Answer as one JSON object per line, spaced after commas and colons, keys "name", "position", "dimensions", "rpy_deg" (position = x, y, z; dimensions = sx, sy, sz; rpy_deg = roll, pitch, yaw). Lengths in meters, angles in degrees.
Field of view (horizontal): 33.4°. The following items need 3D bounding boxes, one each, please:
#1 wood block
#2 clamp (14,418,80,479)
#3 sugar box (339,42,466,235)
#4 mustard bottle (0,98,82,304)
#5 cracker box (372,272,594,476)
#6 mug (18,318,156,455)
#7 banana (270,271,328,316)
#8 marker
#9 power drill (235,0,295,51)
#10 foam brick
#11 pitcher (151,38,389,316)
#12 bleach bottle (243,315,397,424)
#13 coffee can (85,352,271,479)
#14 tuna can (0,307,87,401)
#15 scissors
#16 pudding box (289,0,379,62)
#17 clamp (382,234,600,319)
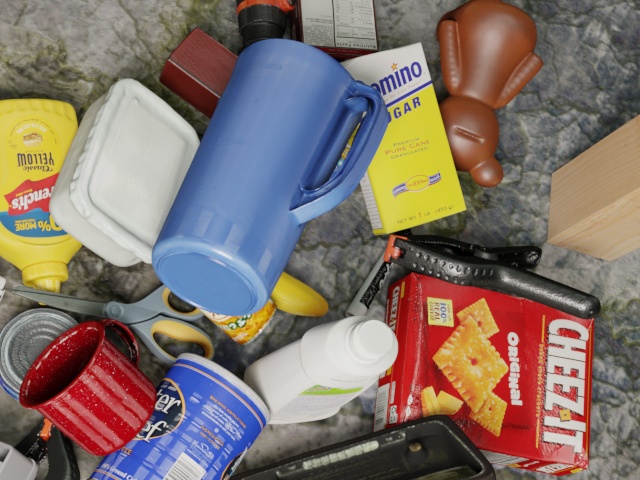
{"name": "wood block", "position": [0.333, -0.057, 1.127], "dimensions": [0.090, 0.206, 0.091], "rpy_deg": [15, 68, -15]}
{"name": "clamp", "position": [-0.260, 0.234, 0.904], "dimensions": [0.120, 0.039, 0.171], "rpy_deg": [-1, 53, 8]}
{"name": "sugar box", "position": [0.078, -0.102, 1.074], "dimensions": [0.093, 0.048, 0.176], "rpy_deg": [-17, 96, -16]}
{"name": "mustard bottle", "position": [-0.265, -0.034, 0.991], "dimensions": [0.096, 0.058, 0.191], "rpy_deg": [-4, 75, -28]}
{"name": "cracker box", "position": [0.168, 0.137, 1.081], "dimensions": [0.213, 0.072, 0.164], "rpy_deg": [14, 69, -15]}
{"name": "mug", "position": [-0.192, 0.121, 0.919], "dimensions": [0.081, 0.093, 0.117], "rpy_deg": [50, 40, -28]}
{"name": "banana", "position": [-0.073, 0.008, 1.056], "dimensions": [0.069, 0.037, 0.198], "rpy_deg": [-37, 87, -25]}
{"name": "marker", "position": [0.062, 0.033, 1.106], "dimensions": [0.020, 0.020, 0.121], "rpy_deg": [36, 65, -6]}
{"name": "power drill", "position": [-0.006, -0.268, 1.098], "dimensions": [0.057, 0.188, 0.184], "rpy_deg": [24, 58, -57]}
{"name": "foam brick", "position": [-0.116, -0.168, 1.090], "dimensions": [0.078, 0.053, 0.051], "rpy_deg": [36, 65, -7]}
{"name": "pitcher", "position": [-0.048, -0.056, 0.959], "dimensions": [0.145, 0.149, 0.242], "rpy_deg": [29, 57, -10]}
{"name": "bleach bottle", "position": [0.010, 0.110, 0.934], "dimensions": [0.102, 0.251, 0.068], "rpy_deg": [-5, 75, -21]}
{"name": "coffee can", "position": [-0.124, 0.185, 0.945], "dimensions": [0.103, 0.103, 0.140], "rpy_deg": [38, 65, -5]}
{"name": "tuna can", "position": [-0.252, 0.105, 0.964], "dimensions": [0.086, 0.034, 0.086], "rpy_deg": [6, 71, -18]}
{"name": "scissors", "position": [-0.180, 0.053, 0.992], "dimensions": [0.201, 0.016, 0.096], "rpy_deg": [31, 56, -23]}
{"name": "pudding box", "position": [0.013, -0.252, 1.171], "dimensions": [0.090, 0.039, 0.113], "rpy_deg": [1, 74, -19]}
{"name": "clamp", "position": [0.168, 0.029, 1.072], "dimensions": [0.209, 0.165, 0.036], "rpy_deg": [9, 106, -21]}
